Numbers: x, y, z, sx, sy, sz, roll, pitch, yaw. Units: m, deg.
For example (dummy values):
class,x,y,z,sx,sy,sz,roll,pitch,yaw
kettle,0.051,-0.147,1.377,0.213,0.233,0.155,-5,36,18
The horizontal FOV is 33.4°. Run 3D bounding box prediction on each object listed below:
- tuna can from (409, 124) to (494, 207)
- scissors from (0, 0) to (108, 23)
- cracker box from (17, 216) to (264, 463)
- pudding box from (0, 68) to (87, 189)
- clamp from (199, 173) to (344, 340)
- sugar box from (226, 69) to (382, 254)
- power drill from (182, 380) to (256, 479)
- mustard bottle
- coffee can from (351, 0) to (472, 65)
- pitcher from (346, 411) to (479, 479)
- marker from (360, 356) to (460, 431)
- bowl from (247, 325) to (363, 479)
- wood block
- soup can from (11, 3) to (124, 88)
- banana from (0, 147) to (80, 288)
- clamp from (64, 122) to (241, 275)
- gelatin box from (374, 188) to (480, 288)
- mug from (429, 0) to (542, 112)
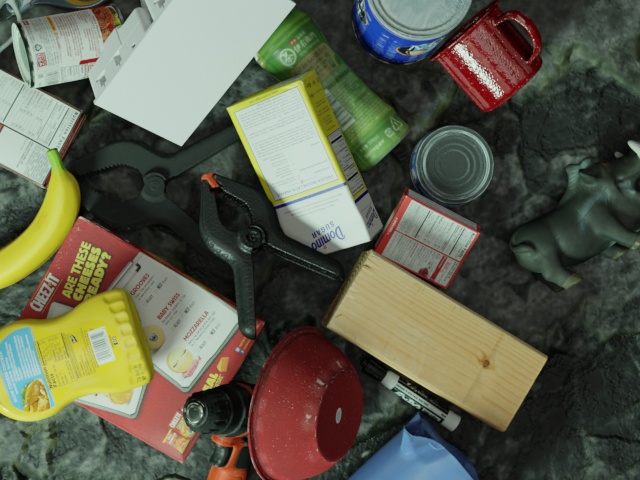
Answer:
class,x,y,z,sx,sy,sz,roll,pitch,yaw
tuna can,0.138,-0.078,1.124,0.086,0.034,0.086,0,89,-4
scissors,-0.294,-0.236,1.104,0.096,0.016,0.201,40,86,3
cracker box,-0.187,0.098,1.081,0.213,0.072,0.164,30,87,-2
pudding box,-0.309,-0.117,1.092,0.113,0.039,0.090,28,86,-5
clamp,-0.057,0.001,1.064,0.120,0.039,0.171,-24,81,-19
sugar box,-0.014,-0.073,1.075,0.093,0.048,0.176,-16,106,31
power drill,-0.103,0.226,1.040,0.057,0.184,0.188,27,95,26
mustard bottle,-0.261,0.118,1.010,0.191,0.058,0.096,-18,88,-3
coffee can,0.089,-0.239,1.069,0.102,0.140,0.103,0,89,-4
pitcher,0.060,0.303,1.074,0.243,0.145,0.149,-40,80,0
marker,0.093,0.160,1.124,0.121,0.020,0.020,34,87,-3
bowl,-0.004,0.167,1.046,0.055,0.161,0.162,8,88,31
wood block,0.112,0.101,1.092,0.206,0.090,0.091,31,86,-3
soup can,-0.249,-0.195,1.068,0.102,0.069,0.068,-16,90,-22
banana,-0.301,-0.002,1.077,0.069,0.037,0.198,43,103,0
clamp,-0.163,-0.063,1.101,0.210,0.036,0.164,12,83,-4
gelatin box,0.111,-0.002,1.111,0.089,0.030,0.073,26,111,-4
mug,0.180,-0.192,1.092,0.081,0.117,0.093,47,53,-7
